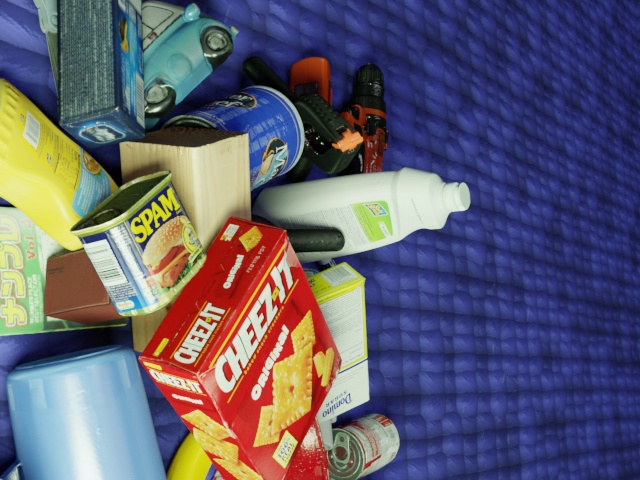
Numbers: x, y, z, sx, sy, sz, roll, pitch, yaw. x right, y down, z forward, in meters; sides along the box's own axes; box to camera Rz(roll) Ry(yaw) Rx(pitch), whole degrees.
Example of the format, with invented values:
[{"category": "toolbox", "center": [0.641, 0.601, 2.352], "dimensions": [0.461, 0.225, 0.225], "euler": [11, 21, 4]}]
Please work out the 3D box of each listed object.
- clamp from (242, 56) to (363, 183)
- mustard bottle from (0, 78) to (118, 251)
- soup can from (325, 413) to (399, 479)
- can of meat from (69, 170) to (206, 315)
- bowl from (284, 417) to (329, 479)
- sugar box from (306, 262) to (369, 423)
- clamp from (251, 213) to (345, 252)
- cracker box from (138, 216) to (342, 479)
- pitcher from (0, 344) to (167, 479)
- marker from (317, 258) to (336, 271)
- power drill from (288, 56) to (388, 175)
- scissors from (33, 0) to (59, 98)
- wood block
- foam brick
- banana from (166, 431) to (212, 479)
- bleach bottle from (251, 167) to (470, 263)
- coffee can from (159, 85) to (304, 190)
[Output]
[{"category": "clamp", "center": [-0.020, -0.132, 1.193], "dimensions": [0.036, 0.210, 0.164], "euler": [-31, 107, -18]}, {"category": "mustard bottle", "center": [-0.223, -0.046, 0.915], "dimensions": [0.191, 0.058, 0.096], "euler": [45, 25, -39]}, {"category": "soup can", "center": [0.047, 0.255, 1.313], "dimensions": [0.102, 0.069, 0.068], "euler": [-7, 90, -60]}, {"category": "can of meat", "center": [-0.146, 0.003, 0.877], "dimensions": [0.084, 0.058, 0.102], "euler": [67, 32, -19]}, {"category": "bowl", "center": [-0.042, 0.207, 1.139], "dimensions": [0.055, 0.162, 0.162], "euler": [-14, 98, -15]}, {"category": "sugar box", "center": [0.005, 0.119, 1.185], "dimensions": [0.093, 0.048, 0.176], "euler": [-21, 130, -26]}, {"category": "clamp", "center": [-0.058, 0.001, 1.151], "dimensions": [0.171, 0.120, 0.039], "euler": [24, 43, -52]}, {"category": "cracker box", "center": [-0.062, 0.111, 0.984], "dimensions": [0.164, 0.072, 0.213], "euler": [-60, 148, -30]}, {"category": "pitcher", "center": [-0.194, 0.216, 0.877], "dimensions": [0.149, 0.145, 0.243], "euler": [-10, 89, -71]}, {"category": "marker", "center": [0.025, 0.056, 1.366], "dimensions": [0.121, 0.020, 0.020], "euler": [58, 39, -35]}, {"category": "power drill", "center": [0.029, -0.168, 1.382], "dimensions": [0.187, 0.057, 0.184], "euler": [25, 63, -55]}, {"category": "scissors", "center": [-0.255, -0.209, 0.955], "dimensions": [0.096, 0.016, 0.202], "euler": [16, 69, -60]}, {"category": "wood block", "center": [-0.124, 0.002, 1.015], "dimensions": [0.090, 0.091, 0.206], "euler": [-26, 120, -57]}, {"category": "foam brick", "center": [-0.192, 0.039, 0.919], "dimensions": [0.051, 0.078, 0.053], "euler": [21, 63, -54]}, {"category": "banana", "center": [-0.125, 0.253, 1.046], "dimensions": [0.069, 0.037, 0.198], "euler": [24, 58, -35]}, {"category": "bleach bottle", "center": [0.049, -0.028, 1.197], "dimensions": [0.102, 0.251, 0.068], "euler": [58, 39, -35]}, {"category": "coffee can", "center": [-0.094, -0.098, 1.118], "dimensions": [0.140, 0.103, 0.103], "euler": [-35, 114, -56]}]
